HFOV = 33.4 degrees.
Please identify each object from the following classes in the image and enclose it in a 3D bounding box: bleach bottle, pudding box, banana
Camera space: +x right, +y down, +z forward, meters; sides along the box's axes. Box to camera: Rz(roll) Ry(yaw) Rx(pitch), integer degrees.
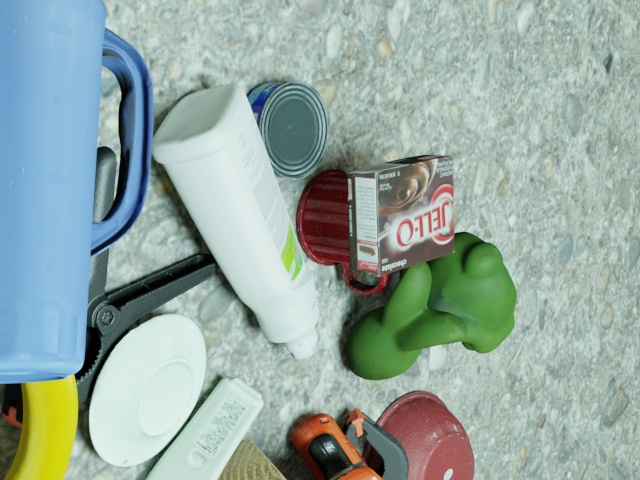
[{"bbox_3d":[-0.056,0.001,0.894,0.102,0.068,0.251,-72,146,-54],"label":"bleach bottle"},{"bbox_3d":[0.072,-0.024,0.931,0.113,0.039,0.090,-15,106,-44],"label":"pudding box"},{"bbox_3d":[-0.204,0.142,0.748,0.069,0.037,0.198,-1,120,-51],"label":"banana"}]

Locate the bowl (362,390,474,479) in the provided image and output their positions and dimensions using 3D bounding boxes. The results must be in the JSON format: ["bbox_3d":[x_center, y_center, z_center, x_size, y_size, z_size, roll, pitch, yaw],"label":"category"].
[{"bbox_3d":[0.114,0.243,1.123,0.161,0.055,0.162,-8,101,-45],"label":"bowl"}]

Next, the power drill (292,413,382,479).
[{"bbox_3d":[0.043,0.246,0.937,0.057,0.188,0.184,-36,93,-6],"label":"power drill"}]

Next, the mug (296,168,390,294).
[{"bbox_3d":[0.039,-0.006,0.990,0.093,0.082,0.117,-15,107,-44],"label":"mug"}]

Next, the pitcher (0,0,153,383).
[{"bbox_3d":[-0.190,-0.036,0.658,0.145,0.149,0.243,61,26,-79],"label":"pitcher"}]

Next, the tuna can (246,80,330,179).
[{"bbox_3d":[-0.033,-0.097,0.937,0.085,0.034,0.086,-9,102,-45],"label":"tuna can"}]

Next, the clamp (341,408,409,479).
[{"bbox_3d":[0.045,0.253,1.051,0.120,0.039,0.171,-24,100,-7],"label":"clamp"}]

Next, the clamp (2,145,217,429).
[{"bbox_3d":[-0.166,0.055,0.820,0.164,0.036,0.210,41,71,-48],"label":"clamp"}]
